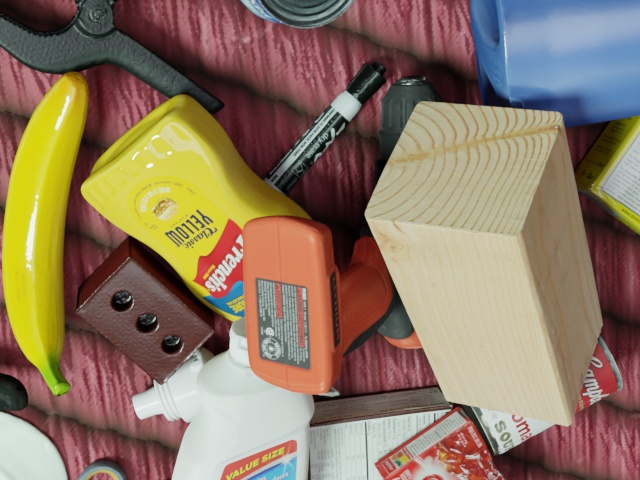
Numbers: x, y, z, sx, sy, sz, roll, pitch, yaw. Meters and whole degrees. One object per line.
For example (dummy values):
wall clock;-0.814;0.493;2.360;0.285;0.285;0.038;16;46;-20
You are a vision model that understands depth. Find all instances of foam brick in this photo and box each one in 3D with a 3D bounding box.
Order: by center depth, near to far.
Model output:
foam brick;-0.114;0.046;0.699;0.053;0.051;0.078;-45;109;4

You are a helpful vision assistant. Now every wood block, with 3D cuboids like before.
wood block;0.109;0.020;0.657;0.090;0.091;0.206;-64;147;-29

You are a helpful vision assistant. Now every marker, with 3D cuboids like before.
marker;0.001;-0.070;0.706;0.020;0.020;0.121;40;95;-19

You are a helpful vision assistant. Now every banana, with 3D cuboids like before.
banana;-0.170;-0.007;0.668;0.037;0.070;0.198;-8;104;-52

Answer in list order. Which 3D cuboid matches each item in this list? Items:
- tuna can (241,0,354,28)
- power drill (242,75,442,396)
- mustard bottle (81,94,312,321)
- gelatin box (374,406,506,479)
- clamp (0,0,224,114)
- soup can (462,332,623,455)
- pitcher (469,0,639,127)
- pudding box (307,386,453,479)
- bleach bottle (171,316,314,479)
tuna can;-0.015;-0.174;0.652;0.086;0.034;0.086;-10;111;-29
power drill;0.027;0.000;0.656;0.057;0.187;0.184;7;108;32
mustard bottle;-0.055;0.001;0.688;0.096;0.058;0.191;-34;113;29
gelatin box;0.091;0.174;0.749;0.073;0.030;0.089;-33;111;-4
clamp;-0.131;-0.130;0.652;0.171;0.039;0.120;-7;102;-12
soup can;0.152;0.100;0.760;0.102;0.068;0.068;-28;109;-2
pitcher;0.213;-0.150;0.650;0.243;0.145;0.149;-7;112;2
pudding box;0.039;0.158;0.770;0.113;0.039;0.090;-6;106;-13
bleach bottle;-0.059;0.162;0.704;0.102;0.068;0.251;-5;121;-20
